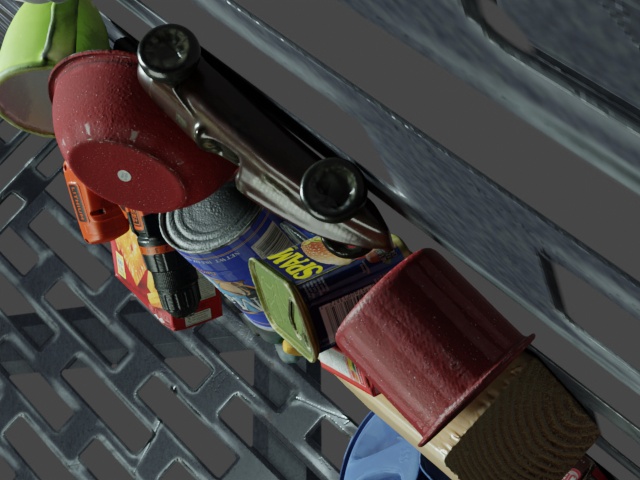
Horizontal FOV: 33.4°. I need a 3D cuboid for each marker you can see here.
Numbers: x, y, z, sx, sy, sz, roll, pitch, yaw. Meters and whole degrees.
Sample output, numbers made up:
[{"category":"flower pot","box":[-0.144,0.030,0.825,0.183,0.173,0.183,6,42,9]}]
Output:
[{"category":"marker","box":[-0.125,-0.127,0.839,0.121,0.020,0.020,39,173,30]}]

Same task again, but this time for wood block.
[{"category":"wood block","box":[0.089,0.106,0.770,0.090,0.091,0.206,46,173,-28]}]

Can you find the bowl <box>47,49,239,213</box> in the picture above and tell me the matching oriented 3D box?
[{"category":"bowl","box":[-0.134,-0.068,0.789,0.162,0.055,0.162,13,151,7]}]

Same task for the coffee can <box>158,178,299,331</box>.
[{"category":"coffee can","box":[-0.056,0.001,0.903,0.103,0.103,0.140,37,172,41]}]

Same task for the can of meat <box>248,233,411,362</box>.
[{"category":"can of meat","box":[0.010,0.030,0.710,0.102,0.083,0.057,30,140,67]}]

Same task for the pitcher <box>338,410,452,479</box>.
[{"category":"pitcher","box":[0.142,0.247,1.011,0.242,0.145,0.149,25,-143,-22]}]

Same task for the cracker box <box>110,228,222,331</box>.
[{"category":"cracker box","box":[-0.185,-0.028,1.194,0.164,0.072,0.214,35,137,48]}]

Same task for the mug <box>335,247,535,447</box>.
[{"category":"mug","box":[0.069,0.056,0.630,0.081,0.093,0.117,46,-149,13]}]

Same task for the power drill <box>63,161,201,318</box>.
[{"category":"power drill","box":[-0.186,-0.022,1.067,0.188,0.057,0.184,13,118,54]}]

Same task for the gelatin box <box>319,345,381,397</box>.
[{"category":"gelatin box","box":[0.051,0.065,0.711,0.073,0.089,0.030,21,131,62]}]
